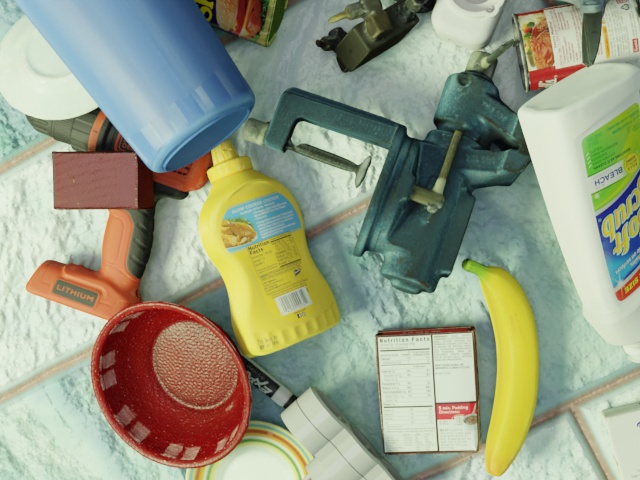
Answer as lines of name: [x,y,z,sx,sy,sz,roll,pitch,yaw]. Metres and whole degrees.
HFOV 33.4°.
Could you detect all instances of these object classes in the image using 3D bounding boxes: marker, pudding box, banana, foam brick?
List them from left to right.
foam brick: [-0.189,-0.052,0.932,0.078,0.053,0.051,0,92,4]
marker: [-0.055,0.129,0.993,0.121,0.020,0.020,38,98,6]
pudding box: [0.097,0.134,0.959,0.090,0.039,0.113,-3,91,10]
banana: [0.162,0.106,0.939,0.069,0.037,0.198,-12,98,-20]

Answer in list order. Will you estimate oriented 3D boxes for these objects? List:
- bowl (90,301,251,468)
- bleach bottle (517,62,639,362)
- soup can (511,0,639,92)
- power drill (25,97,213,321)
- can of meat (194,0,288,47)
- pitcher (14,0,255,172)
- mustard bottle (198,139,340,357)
bowl: [-0.127,0.124,0.974,0.162,0.055,0.162,6,108,19]
bleach bottle: [0.245,-0.013,0.889,0.102,0.068,0.251,-31,113,-20]
soup can: [0.219,-0.169,0.906,0.102,0.068,0.068,-10,92,9]
power drill: [-0.209,-0.031,0.989,0.184,0.057,0.188,20,96,8]
can of meat: [-0.071,-0.228,0.939,0.084,0.057,0.102,21,138,4]
pitcher: [-0.162,-0.182,0.904,0.243,0.149,0.145,54,143,4]
mustard bottle: [-0.056,0.001,0.954,0.096,0.058,0.191,-20,89,-29]
